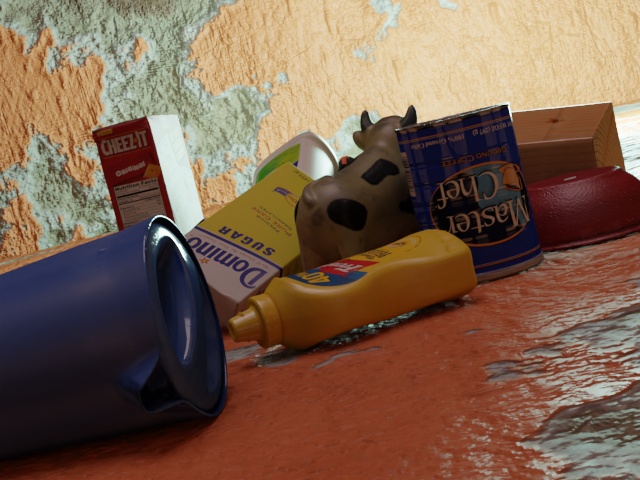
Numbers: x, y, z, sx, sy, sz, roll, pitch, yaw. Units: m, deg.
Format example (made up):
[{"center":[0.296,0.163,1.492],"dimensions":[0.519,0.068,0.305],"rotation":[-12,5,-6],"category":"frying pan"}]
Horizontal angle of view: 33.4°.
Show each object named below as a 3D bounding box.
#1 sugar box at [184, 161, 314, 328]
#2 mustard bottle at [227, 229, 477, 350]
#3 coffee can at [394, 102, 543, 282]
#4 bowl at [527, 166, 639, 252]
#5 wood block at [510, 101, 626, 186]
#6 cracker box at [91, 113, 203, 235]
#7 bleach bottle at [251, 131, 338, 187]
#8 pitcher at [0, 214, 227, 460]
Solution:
[{"center":[-0.056,0.001,1.010],"dimensions":[0.093,0.048,0.175],"rotation":[35,48,19],"category":"sugar box"},{"center":[0.019,0.043,0.831],"dimensions":[0.191,0.058,0.096],"rotation":[-17,12,-22],"category":"mustard bottle"},{"center":[0.130,-0.041,0.936],"dimensions":[0.103,0.140,0.103],"rotation":[-14,6,1],"category":"coffee can"},{"center":[0.244,-0.034,1.016],"dimensions":[0.162,0.055,0.162],"rotation":[-14,6,1],"category":"bowl"},{"center":[0.210,-0.083,1.153],"dimensions":[0.206,0.090,0.090],"rotation":[-2,31,31],"category":"wood block"},{"center":[-0.180,-0.029,1.194],"dimensions":[0.072,0.214,0.164],"rotation":[-14,6,5],"category":"cracker box"},{"center":[-0.032,-0.030,1.153],"dimensions":[0.103,0.068,0.251],"rotation":[-34,21,16],"category":"bleach bottle"},{"center":[-0.191,0.074,0.707],"dimensions":[0.243,0.145,0.149],"rotation":[-16,-14,10],"category":"pitcher"}]
